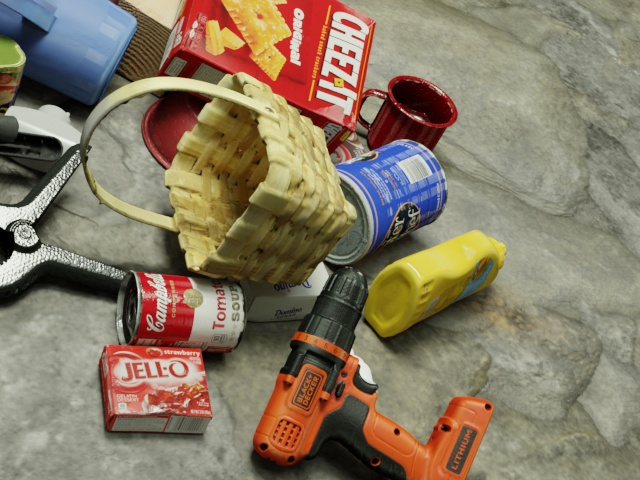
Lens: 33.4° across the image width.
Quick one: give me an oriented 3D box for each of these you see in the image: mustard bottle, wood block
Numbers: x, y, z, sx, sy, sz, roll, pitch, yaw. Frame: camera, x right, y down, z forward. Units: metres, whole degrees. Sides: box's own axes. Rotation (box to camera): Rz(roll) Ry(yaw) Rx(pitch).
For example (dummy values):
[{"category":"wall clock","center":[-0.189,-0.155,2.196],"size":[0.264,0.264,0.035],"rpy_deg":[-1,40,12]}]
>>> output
[{"category":"mustard bottle","center":[0.134,0.035,1.120],"size":[0.191,0.096,0.058],"rpy_deg":[-21,60,-42]},{"category":"wood block","center":[-0.167,-0.269,1.267],"size":[0.090,0.091,0.205],"rpy_deg":[32,39,-1]}]

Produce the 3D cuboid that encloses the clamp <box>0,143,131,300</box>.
[{"category":"clamp","center":[-0.269,-0.008,0.964],"size":[0.209,0.036,0.164],"rpy_deg":[-9,68,-33]}]

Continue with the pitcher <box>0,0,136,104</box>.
[{"category":"pitcher","center":[-0.319,-0.243,1.108],"size":[0.242,0.145,0.149],"rpy_deg":[28,43,-13]}]

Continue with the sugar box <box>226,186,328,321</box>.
[{"category":"sugar box","center":[-0.057,0.002,1.086],"size":[0.093,0.048,0.176],"rpy_deg":[0,51,-28]}]

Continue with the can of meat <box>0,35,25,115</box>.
[{"category":"can of meat","center":[-0.347,-0.154,1.051],"size":[0.101,0.084,0.057],"rpy_deg":[-14,56,-39]}]

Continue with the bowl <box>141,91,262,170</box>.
[{"category":"bowl","center":[-0.113,-0.127,1.180],"size":[0.162,0.055,0.162],"rpy_deg":[16,42,-15]}]

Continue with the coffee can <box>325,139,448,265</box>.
[{"category":"coffee can","center":[0.056,-0.043,1.152],"size":[0.103,0.103,0.140],"rpy_deg":[46,43,19]}]

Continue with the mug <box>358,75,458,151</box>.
[{"category":"mug","center":[0.097,-0.145,1.297],"size":[0.117,0.082,0.093],"rpy_deg":[20,41,-10]}]

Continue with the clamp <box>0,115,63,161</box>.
[{"category":"clamp","center":[-0.330,-0.096,1.000],"size":[0.172,0.120,0.039],"rpy_deg":[5,80,17]}]

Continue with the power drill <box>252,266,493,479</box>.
[{"category":"power drill","center":[0.054,0.137,0.944],"size":[0.187,0.057,0.184],"rpy_deg":[26,78,-5]}]

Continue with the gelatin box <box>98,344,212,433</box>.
[{"category":"gelatin box","center":[-0.142,0.127,0.917],"size":[0.089,0.030,0.073],"rpy_deg":[7,45,-25]}]

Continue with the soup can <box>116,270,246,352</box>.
[{"category":"soup can","center":[-0.126,0.065,0.962],"size":[0.102,0.069,0.068],"rpy_deg":[6,45,-25]}]

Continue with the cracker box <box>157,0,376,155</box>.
[{"category":"cracker box","center":[-0.053,-0.212,1.166],"size":[0.213,0.072,0.164],"rpy_deg":[23,58,-19]}]
